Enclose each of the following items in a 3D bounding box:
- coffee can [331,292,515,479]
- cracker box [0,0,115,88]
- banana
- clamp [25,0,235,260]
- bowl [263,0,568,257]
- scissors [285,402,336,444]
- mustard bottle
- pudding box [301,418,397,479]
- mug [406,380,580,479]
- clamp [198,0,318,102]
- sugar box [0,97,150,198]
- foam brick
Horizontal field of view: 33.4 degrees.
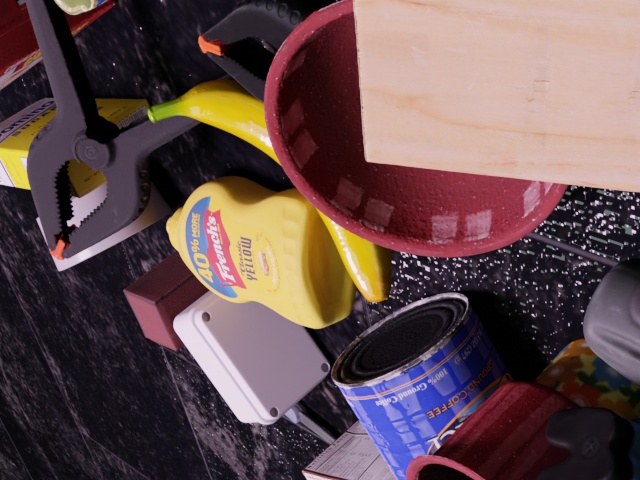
[{"bbox_3d":[0.086,0.120,0.699,0.103,0.102,0.140,-12,113,57],"label":"coffee can"},{"bbox_3d":[-0.278,-0.147,0.835,0.214,0.164,0.072,-12,115,57],"label":"cracker box"},{"bbox_3d":[-0.017,-0.045,0.697,0.198,0.069,0.037,39,-178,2],"label":"banana"},{"bbox_3d":[-0.165,-0.079,0.764,0.164,0.036,0.210,32,120,-4],"label":"clamp"},{"bbox_3d":[0.055,-0.068,0.555,0.162,0.055,0.162,13,134,13],"label":"bowl"},{"bbox_3d":[-0.033,0.159,0.982,0.202,0.016,0.096,43,150,13],"label":"scissors"},{"bbox_3d":[-0.056,0.001,0.800,0.192,0.058,0.096,12,118,48],"label":"mustard bottle"},{"bbox_3d":[0.054,0.167,0.804,0.114,0.089,0.039,-5,119,54],"label":"pudding box"},{"bbox_3d":[0.117,0.142,0.597,0.117,0.081,0.093,49,149,6],"label":"mug"},{"bbox_3d":[0.001,-0.099,0.641,0.172,0.039,0.120,15,129,41],"label":"clamp"},{"bbox_3d":[-0.217,-0.082,0.893,0.177,0.093,0.048,12,131,47],"label":"sugar box"},{"bbox_3d":[-0.118,0.047,0.915,0.053,0.078,0.051,15,135,48],"label":"foam brick"}]
